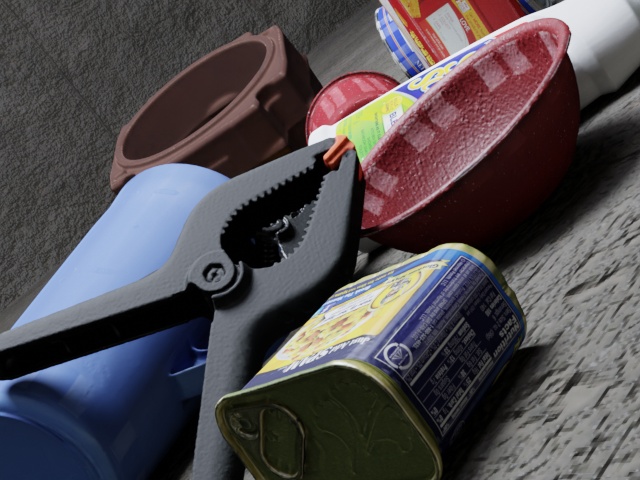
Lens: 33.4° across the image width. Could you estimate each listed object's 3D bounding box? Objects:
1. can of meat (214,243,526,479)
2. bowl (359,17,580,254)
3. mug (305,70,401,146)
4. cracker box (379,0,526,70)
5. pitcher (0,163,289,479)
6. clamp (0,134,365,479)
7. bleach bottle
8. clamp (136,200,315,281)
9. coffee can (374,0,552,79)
[{"bbox_3d":[0.021,0.052,0.416,0.102,0.057,0.083,-25,15,48],"label":"can of meat"},{"bbox_3d":[0.084,-0.044,0.576,0.162,0.055,0.162,-41,17,15],"label":"bowl"},{"bbox_3d":[0.034,-0.067,0.812,0.081,0.093,0.117,-110,41,-74],"label":"mug"},{"bbox_3d":[0.096,-0.175,0.816,0.072,0.164,0.213,-35,11,8],"label":"cracker box"},{"bbox_3d":[-0.109,0.062,0.646,0.149,0.145,0.242,-53,4,36],"label":"pitcher"},{"bbox_3d":[-0.057,0.026,0.522,0.165,0.036,0.209,23,64,28],"label":"clamp"},{"bbox_3d":[0.110,-0.093,0.679,0.251,0.068,0.102,-33,32,20],"label":"bleach bottle"},{"bbox_3d":[-0.024,0.009,0.617,0.171,0.120,0.039,-59,-14,-51],"label":"clamp"},{"bbox_3d":[0.139,-0.224,1.038,0.140,0.103,0.102,-33,12,26],"label":"coffee can"}]
